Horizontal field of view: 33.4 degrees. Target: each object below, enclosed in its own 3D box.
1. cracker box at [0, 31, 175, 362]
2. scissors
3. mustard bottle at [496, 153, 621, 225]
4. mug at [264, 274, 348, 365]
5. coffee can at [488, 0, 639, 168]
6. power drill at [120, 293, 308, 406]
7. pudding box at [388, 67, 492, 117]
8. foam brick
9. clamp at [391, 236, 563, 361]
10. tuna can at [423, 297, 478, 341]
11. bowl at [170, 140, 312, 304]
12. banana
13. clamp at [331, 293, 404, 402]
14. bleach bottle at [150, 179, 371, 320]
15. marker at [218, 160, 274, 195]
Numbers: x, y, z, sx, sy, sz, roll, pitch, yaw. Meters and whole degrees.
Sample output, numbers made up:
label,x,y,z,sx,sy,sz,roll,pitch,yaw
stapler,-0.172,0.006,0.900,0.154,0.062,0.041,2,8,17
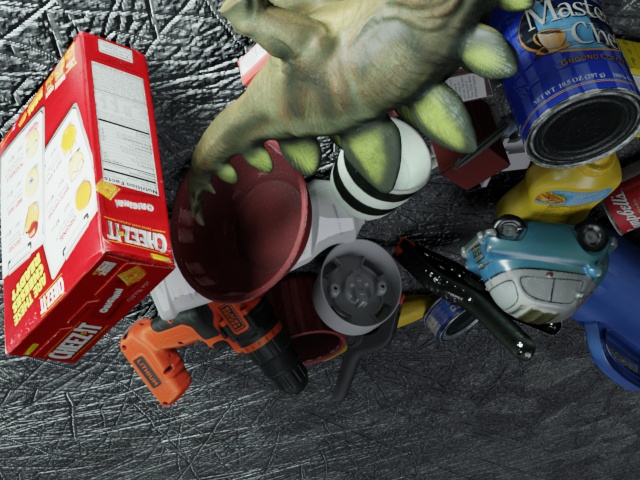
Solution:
label,x,y,z,sx,sy,sz,roll,pitch,yaw
cracker box,-0.195,-0.033,0.865,0.072,0.214,0.164,13,140,-37
scissors,0.183,-0.120,0.960,0.096,0.016,0.201,-56,165,30
mustard bottle,0.256,-0.060,1.105,0.096,0.058,0.192,-2,160,-10
mug,-0.012,0.092,1.267,0.117,0.081,0.093,-6,150,-13
coffee can,0.201,-0.146,0.897,0.102,0.140,0.103,-9,149,-6
power drill,-0.123,0.122,1.219,0.188,0.184,0.057,-29,-171,30
pudding box,0.091,-0.135,0.919,0.090,0.039,0.113,-13,-171,-1
foam brick,0.138,-0.097,1.016,0.053,0.078,0.051,-30,144,26
clamp,0.170,0.063,1.191,0.036,0.210,0.164,-62,169,16
tuna can,0.174,0.090,1.352,0.086,0.034,0.086,-30,155,-16
bowl,-0.063,-0.018,0.999,0.162,0.162,0.055,-31,154,27
banana,0.066,0.112,1.374,0.198,0.037,0.069,-23,146,17
clamp,0.029,0.111,1.332,0.120,0.039,0.172,40,111,-3
bleach bottle,-0.057,0.001,1.103,0.251,0.068,0.102,-15,120,2
marker,-0.079,-0.062,1.050,0.121,0.020,0.020,-31,145,28
